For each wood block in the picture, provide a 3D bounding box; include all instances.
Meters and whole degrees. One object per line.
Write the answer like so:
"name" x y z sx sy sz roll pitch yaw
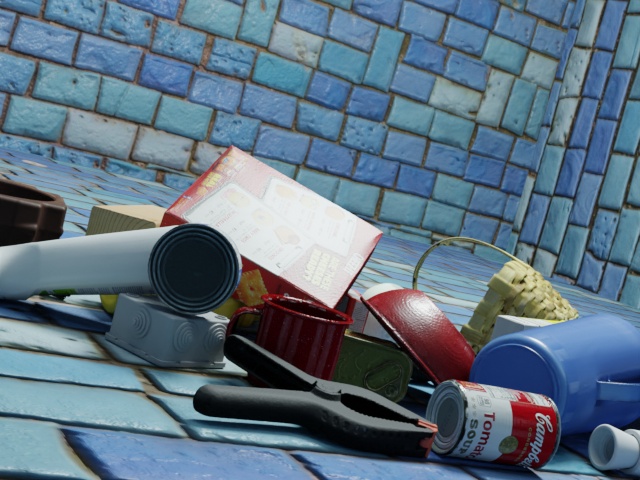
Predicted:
"wood block" -0.237 0.005 1.448 0.091 0.090 0.206 16 6 11

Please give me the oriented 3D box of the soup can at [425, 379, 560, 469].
"soup can" 0.154 0.165 0.957 0.102 0.068 0.069 12 6 -23

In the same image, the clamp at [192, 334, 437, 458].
"clamp" -0.005 0.142 0.907 0.210 0.036 0.164 20 13 7

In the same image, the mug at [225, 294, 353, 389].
"mug" -0.034 0.101 1.026 0.117 0.081 0.093 14 5 -10

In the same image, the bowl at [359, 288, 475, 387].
"bowl" 0.114 0.104 1.135 0.162 0.055 0.162 49 -2 2

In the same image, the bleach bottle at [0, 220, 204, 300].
"bleach bottle" -0.239 0.026 1.070 0.250 0.068 0.102 -3 -13 -6

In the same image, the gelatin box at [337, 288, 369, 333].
"gelatin box" 0.031 0.099 1.300 0.030 0.073 0.089 15 4 -13

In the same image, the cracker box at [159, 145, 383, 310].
"cracker box" -0.058 0.002 1.223 0.214 0.072 0.164 30 40 5

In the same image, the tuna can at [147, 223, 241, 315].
"tuna can" -0.117 0.026 1.006 0.086 0.086 0.033 15 3 2

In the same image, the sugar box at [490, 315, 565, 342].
"sugar box" 0.275 0.148 1.370 0.048 0.093 0.175 19 7 37

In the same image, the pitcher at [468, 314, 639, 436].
"pitcher" 0.268 0.149 1.140 0.242 0.149 0.145 2 49 -54

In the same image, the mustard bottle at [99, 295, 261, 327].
"mustard bottle" -0.147 0.066 1.204 0.191 0.058 0.096 12 7 -27

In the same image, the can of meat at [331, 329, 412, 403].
"can of meat" 0.040 0.127 1.113 0.102 0.057 0.084 16 2 -2
